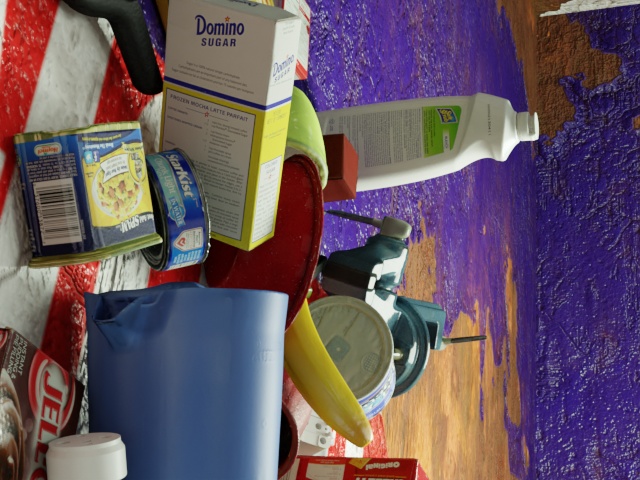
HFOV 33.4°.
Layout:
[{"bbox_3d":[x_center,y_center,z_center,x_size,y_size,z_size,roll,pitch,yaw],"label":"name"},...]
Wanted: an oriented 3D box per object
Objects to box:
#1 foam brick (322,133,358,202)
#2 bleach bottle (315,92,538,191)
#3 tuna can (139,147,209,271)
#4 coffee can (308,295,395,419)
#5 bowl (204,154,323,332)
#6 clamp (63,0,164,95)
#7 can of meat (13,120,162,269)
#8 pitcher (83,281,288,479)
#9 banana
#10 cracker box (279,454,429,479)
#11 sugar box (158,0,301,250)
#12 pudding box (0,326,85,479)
[{"bbox_3d":[-0.004,-0.072,1.098,0.051,0.078,0.053,49,41,-58],"label":"foam brick"},{"bbox_3d":[0.114,-0.107,1.183,0.068,0.251,0.102,10,77,-71],"label":"bleach bottle"},{"bbox_3d":[-0.111,-0.022,0.767,0.086,0.033,0.086,40,-43,52],"label":"tuna can"},{"bbox_3d":[0.022,0.121,1.050,0.140,0.103,0.103,75,17,-71],"label":"coffee can"},{"bbox_3d":[-0.056,0.001,0.890,0.055,0.162,0.162,12,61,-24],"label":"bowl"},{"bbox_3d":[-0.133,-0.192,0.752,0.120,0.039,0.171,-66,151,-15],"label":"clamp"},{"bbox_3d":[-0.150,-0.032,0.690,0.102,0.057,0.084,-24,108,-70],"label":"can of meat"},{"bbox_3d":[-0.082,0.149,0.696,0.145,0.149,0.243,162,-71,-72],"label":"pitcher"},{"bbox_3d":[-0.008,0.089,0.901,0.069,0.037,0.198,18,31,-30],"label":"banana"},{"bbox_3d":[0.036,0.276,1.014,0.213,0.164,0.072,62,32,-50],"label":"cracker box"},{"bbox_3d":[-0.071,-0.090,0.793,0.048,0.093,0.176,-30,135,-57],"label":"sugar box"},{"bbox_3d":[-0.177,0.117,0.605,0.090,0.039,0.113,58,34,-56],"label":"pudding box"}]
